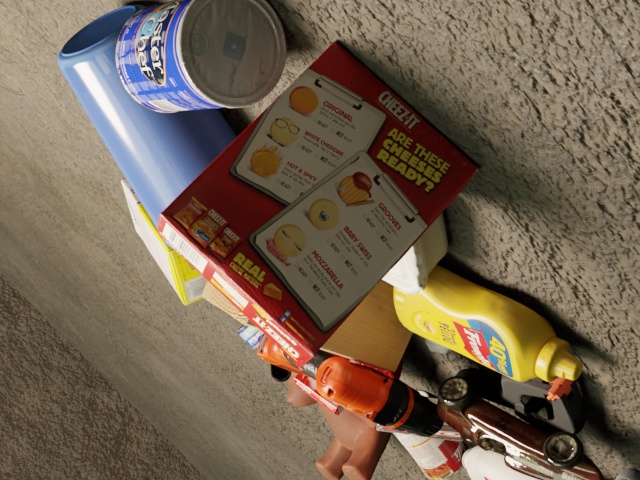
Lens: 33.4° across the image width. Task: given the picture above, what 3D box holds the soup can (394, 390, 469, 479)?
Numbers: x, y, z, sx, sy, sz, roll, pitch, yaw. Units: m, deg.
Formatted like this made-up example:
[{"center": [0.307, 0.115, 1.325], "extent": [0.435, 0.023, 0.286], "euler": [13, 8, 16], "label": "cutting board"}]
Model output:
[{"center": [0.137, 0.250, 1.369], "extent": [0.069, 0.068, 0.102], "euler": [7, 139, 57], "label": "soup can"}]

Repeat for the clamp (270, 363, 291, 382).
[{"center": [-0.053, 0.078, 1.309], "extent": [0.171, 0.039, 0.120], "euler": [-98, 8, -58], "label": "clamp"}]

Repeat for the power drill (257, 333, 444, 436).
[{"center": [0.030, 0.151, 1.188], "extent": [0.184, 0.057, 0.188], "euler": [31, 174, -39], "label": "power drill"}]

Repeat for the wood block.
[{"center": [-0.003, 0.057, 1.085], "extent": [0.205, 0.091, 0.090], "euler": [22, -177, -39], "label": "wood block"}]

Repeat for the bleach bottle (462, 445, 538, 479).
[{"center": [0.251, 0.299, 1.253], "extent": [0.102, 0.068, 0.251], "euler": [51, 165, -22], "label": "bleach bottle"}]

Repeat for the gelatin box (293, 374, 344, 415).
[{"center": [0.020, 0.173, 1.397], "extent": [0.073, 0.089, 0.030], "euler": [33, 157, 23], "label": "gelatin box"}]

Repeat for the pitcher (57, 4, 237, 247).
[{"center": [-0.173, -0.122, 1.132], "extent": [0.149, 0.145, 0.242], "euler": [-16, 122, 25], "label": "pitcher"}]

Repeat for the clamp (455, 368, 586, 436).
[{"center": [0.215, 0.167, 1.115], "extent": [0.165, 0.036, 0.210], "euler": [36, 162, 16], "label": "clamp"}]

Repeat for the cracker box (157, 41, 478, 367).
[{"center": [-0.003, -0.030, 0.875], "extent": [0.164, 0.213, 0.072], "euler": [42, 161, 2], "label": "cracker box"}]

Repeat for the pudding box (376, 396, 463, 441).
[{"center": [0.132, 0.212, 1.273], "extent": [0.113, 0.039, 0.090], "euler": [7, 163, -10], "label": "pudding box"}]

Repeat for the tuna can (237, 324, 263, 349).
[{"center": [-0.071, 0.105, 1.434], "extent": [0.034, 0.086, 0.086], "euler": [45, 159, -2], "label": "tuna can"}]

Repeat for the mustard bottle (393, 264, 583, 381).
[{"center": [0.162, 0.085, 1.018], "extent": [0.192, 0.058, 0.096], "euler": [24, 149, 35], "label": "mustard bottle"}]

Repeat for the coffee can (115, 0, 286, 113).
[{"center": [-0.109, -0.167, 0.954], "extent": [0.102, 0.102, 0.141], "euler": [53, 157, -24], "label": "coffee can"}]

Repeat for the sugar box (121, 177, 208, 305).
[{"center": [-0.194, -0.006, 1.342], "extent": [0.176, 0.048, 0.093], "euler": [53, 159, 46], "label": "sugar box"}]
